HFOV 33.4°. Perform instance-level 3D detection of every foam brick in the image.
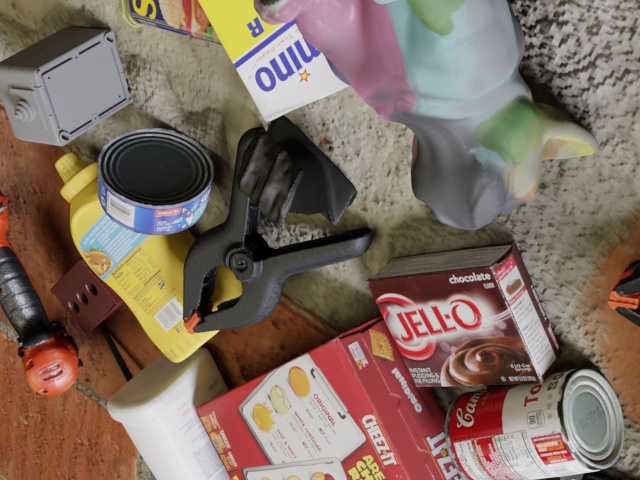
[{"bbox_3d":[-0.195,0.038,0.949,0.053,0.051,0.078,50,139,-2],"label":"foam brick"}]

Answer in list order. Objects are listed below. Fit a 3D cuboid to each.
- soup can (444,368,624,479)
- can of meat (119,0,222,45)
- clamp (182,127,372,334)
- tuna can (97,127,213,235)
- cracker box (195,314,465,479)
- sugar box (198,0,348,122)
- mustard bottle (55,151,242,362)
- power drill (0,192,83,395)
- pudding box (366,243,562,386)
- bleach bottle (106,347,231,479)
[{"bbox_3d":[0.144,0.128,0.723,0.102,0.068,0.068,-23,105,46],"label":"soup can"},{"bbox_3d":[-0.083,-0.181,0.687,0.084,0.057,0.102,19,131,25],"label":"can of meat"},{"bbox_3d":[-0.055,0.001,0.791,0.172,0.039,0.120,-39,84,27],"label":"clamp"},{"bbox_3d":[-0.125,-0.045,0.803,0.086,0.086,0.034,32,138,17],"label":"tuna can"},{"bbox_3d":[0.010,0.168,0.843,0.214,0.071,0.164,-32,83,48],"label":"cracker box"},{"bbox_3d":[-0.031,-0.164,0.616,0.093,0.048,0.176,-23,116,13],"label":"sugar box"},{"bbox_3d":[-0.150,0.004,0.880,0.191,0.058,0.096,49,128,-1],"label":"mustard bottle"},{"bbox_3d":[-0.281,0.048,0.997,0.187,0.057,0.185,65,166,-10],"label":"power drill"},{"bbox_3d":[0.097,0.053,0.727,0.114,0.039,0.090,-11,113,44],"label":"pudding box"},{"bbox_3d":[-0.094,0.225,0.969,0.068,0.102,0.251,-5,116,43],"label":"bleach bottle"}]
